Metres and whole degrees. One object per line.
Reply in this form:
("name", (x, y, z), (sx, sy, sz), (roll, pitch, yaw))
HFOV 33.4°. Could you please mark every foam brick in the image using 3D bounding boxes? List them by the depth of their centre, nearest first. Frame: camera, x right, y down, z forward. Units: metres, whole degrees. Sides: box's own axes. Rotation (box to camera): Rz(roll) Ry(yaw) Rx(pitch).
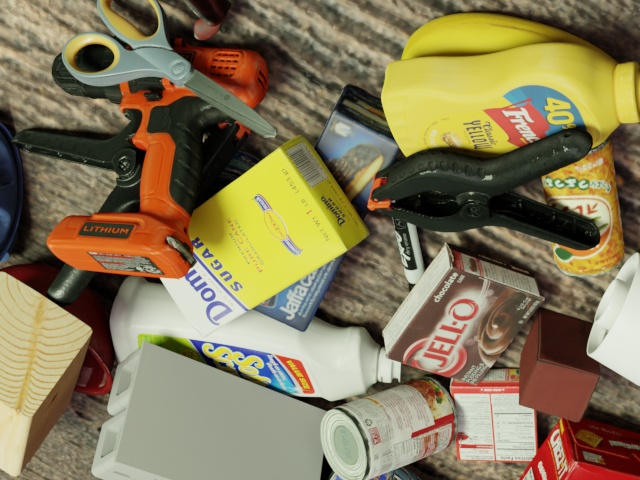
("foam brick", (0.197, 0.103, 0.883), (0.053, 0.078, 0.051), (17, 120, 3))

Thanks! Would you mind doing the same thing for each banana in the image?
("banana", (0.147, -0.132, 0.787), (0.198, 0.037, 0.069), (10, 143, 10))

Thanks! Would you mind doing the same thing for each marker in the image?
("marker", (0.074, 0.005, 0.890), (0.020, 0.020, 0.121), (-6, 118, 17))

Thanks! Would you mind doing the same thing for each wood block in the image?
("wood block", (-0.265, 0.121, 0.911), (0.090, 0.090, 0.206), (33, 150, -2))

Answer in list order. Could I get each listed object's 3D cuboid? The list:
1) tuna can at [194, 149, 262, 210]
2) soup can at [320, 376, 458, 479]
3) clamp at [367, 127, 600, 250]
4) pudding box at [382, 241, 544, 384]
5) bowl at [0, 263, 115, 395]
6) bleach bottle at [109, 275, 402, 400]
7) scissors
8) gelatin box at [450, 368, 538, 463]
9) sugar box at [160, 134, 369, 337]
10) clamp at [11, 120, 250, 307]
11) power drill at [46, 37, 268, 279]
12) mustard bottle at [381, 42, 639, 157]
("tuna can", (-0.077, -0.032, 0.897), (0.086, 0.033, 0.086), (6, 121, 10))
("soup can", (0.060, 0.164, 0.926), (0.069, 0.102, 0.068), (24, 121, 50))
("clamp", (0.118, -0.041, 0.763), (0.171, 0.039, 0.120), (4, 139, 11))
("pudding box", (0.117, 0.063, 0.889), (0.090, 0.039, 0.114), (18, 123, -20))
("bowl", (-0.242, 0.070, 0.963), (0.162, 0.055, 0.162), (23, 149, 15))
("bleach bottle", (-0.053, 0.092, 0.944), (0.251, 0.068, 0.102), (5, 133, 9))
("scissors", (-0.122, -0.117, 0.790), (0.096, 0.202, 0.016), (-37, 152, -2))
("gelatin box", (0.156, 0.156, 0.952), (0.073, 0.030, 0.089), (-2, 120, 13))
("sugar box", (-0.056, 0.001, 0.839), (0.177, 0.048, 0.093), (-33, 90, 34))
("clamp", (-0.159, -0.062, 0.873), (0.210, 0.036, 0.164), (-31, 67, 10))
("power drill", (-0.144, -0.069, 0.813), (0.185, 0.187, 0.057), (5, 159, 21))
("mustard bottle", (0.146, -0.096, 0.750), (0.192, 0.058, 0.096), (-3, 146, 25))
